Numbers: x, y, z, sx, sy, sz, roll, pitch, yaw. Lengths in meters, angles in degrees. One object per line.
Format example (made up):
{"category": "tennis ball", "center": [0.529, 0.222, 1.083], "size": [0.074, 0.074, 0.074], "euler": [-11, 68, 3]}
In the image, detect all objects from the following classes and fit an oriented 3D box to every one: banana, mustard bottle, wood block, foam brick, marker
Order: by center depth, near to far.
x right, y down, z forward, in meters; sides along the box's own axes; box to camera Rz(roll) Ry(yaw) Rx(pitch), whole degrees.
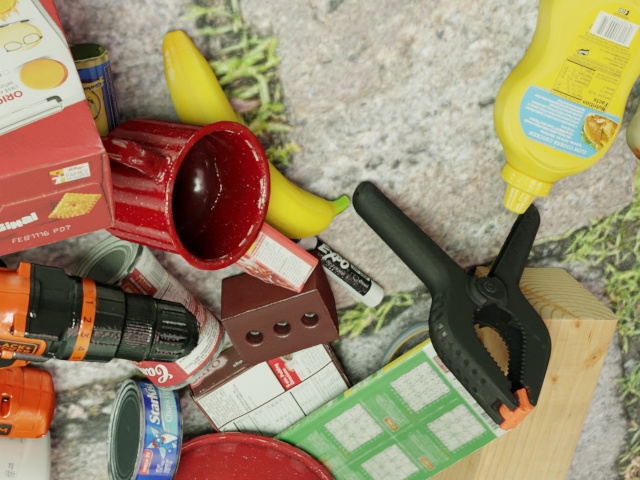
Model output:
{"category": "banana", "center": [-0.051, -0.059, 0.750], "size": [0.037, 0.069, 0.197], "euler": [-23, 129, 30]}
{"category": "foam brick", "center": [-0.030, 0.051, 0.802], "size": [0.078, 0.051, 0.053], "euler": [-19, 124, 8]}
{"category": "mustard bottle", "center": [0.186, -0.108, 0.809], "size": [0.096, 0.058, 0.192], "euler": [17, 109, -16]}
{"category": "marker", "center": [0.004, 0.014, 0.826], "size": [0.020, 0.020, 0.121], "euler": [-48, 121, 7]}
{"category": "wood block", "center": [0.163, 0.135, 0.904], "size": [0.090, 0.091, 0.206], "euler": [2, 115, -21]}

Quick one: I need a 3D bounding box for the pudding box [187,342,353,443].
{"category": "pudding box", "center": [-0.038, 0.118, 0.852], "size": [0.113, 0.039, 0.090], "euler": [-30, 124, -1]}

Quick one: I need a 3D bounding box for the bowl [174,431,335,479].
{"category": "bowl", "center": [-0.063, 0.229, 0.851], "size": [0.162, 0.055, 0.162], "euler": [4, 126, 5]}

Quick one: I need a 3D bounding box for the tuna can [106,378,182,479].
{"category": "tuna can", "center": [-0.133, 0.148, 0.804], "size": [0.033, 0.086, 0.086], "euler": [9, 112, -26]}

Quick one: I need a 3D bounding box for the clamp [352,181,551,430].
{"category": "clamp", "center": [0.107, 0.039, 0.786], "size": [0.164, 0.210, 0.036], "euler": [10, 138, -17]}

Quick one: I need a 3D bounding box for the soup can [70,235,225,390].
{"category": "soup can", "center": [-0.125, 0.051, 0.769], "size": [0.068, 0.068, 0.102], "euler": [-38, 122, 1]}

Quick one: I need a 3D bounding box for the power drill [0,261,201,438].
{"category": "power drill", "center": [-0.192, 0.076, 0.707], "size": [0.184, 0.057, 0.188], "euler": [12, 146, -23]}

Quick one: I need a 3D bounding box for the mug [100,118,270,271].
{"category": "mug", "center": [-0.098, -0.037, 0.667], "size": [0.117, 0.082, 0.093], "euler": [26, 79, -52]}

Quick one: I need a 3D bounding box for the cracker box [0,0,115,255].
{"category": "cracker box", "center": [-0.218, -0.082, 0.582], "size": [0.164, 0.214, 0.072], "euler": [-16, 145, -14]}

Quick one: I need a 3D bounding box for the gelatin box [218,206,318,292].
{"category": "gelatin box", "center": [-0.055, 0.001, 0.757], "size": [0.073, 0.089, 0.030], "euler": [36, 80, -31]}
